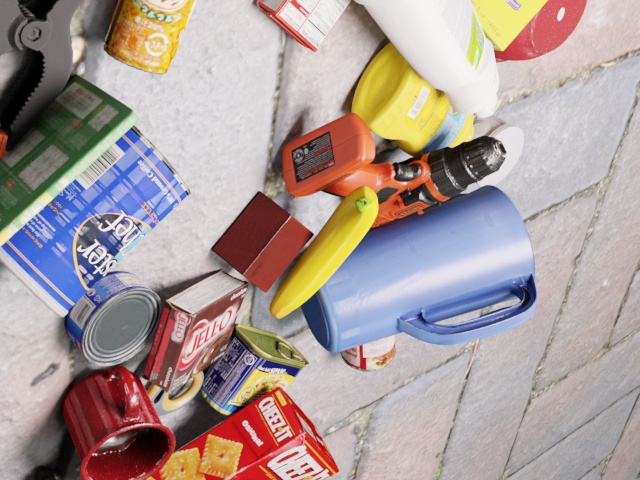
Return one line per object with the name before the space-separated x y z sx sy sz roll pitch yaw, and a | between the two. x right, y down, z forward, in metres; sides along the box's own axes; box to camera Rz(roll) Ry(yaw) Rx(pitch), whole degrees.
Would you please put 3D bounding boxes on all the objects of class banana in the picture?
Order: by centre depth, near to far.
banana | 0.008 0.004 1.044 0.069 0.037 0.198 -30 162 -44

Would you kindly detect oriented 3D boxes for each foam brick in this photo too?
foam brick | -0.057 0.001 1.055 0.078 0.051 0.053 -50 145 -2

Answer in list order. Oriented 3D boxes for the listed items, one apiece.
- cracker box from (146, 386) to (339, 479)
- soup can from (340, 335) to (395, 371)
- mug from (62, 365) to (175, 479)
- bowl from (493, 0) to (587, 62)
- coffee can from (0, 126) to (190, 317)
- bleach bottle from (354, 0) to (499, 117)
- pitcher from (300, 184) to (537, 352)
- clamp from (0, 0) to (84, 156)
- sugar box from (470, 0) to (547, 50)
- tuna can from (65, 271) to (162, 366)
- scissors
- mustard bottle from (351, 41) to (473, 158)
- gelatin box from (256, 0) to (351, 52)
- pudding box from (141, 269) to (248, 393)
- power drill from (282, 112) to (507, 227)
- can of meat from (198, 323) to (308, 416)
cracker box | -0.099 0.268 1.182 0.213 0.072 0.164 -31 151 -1
soup can | 0.055 0.097 1.261 0.068 0.069 0.102 -32 141 -26
mug | -0.193 0.168 1.011 0.093 0.081 0.117 -9 134 -29
bowl | 0.239 -0.256 1.154 0.161 0.055 0.162 -30 142 -28
coffee can | -0.187 -0.025 0.833 0.140 0.103 0.102 -45 146 -10
bleach bottle | 0.112 -0.188 0.991 0.250 0.068 0.102 47 51 -50
pitcher | 0.105 0.042 1.157 0.242 0.149 0.145 -19 96 -15
clamp | -0.201 -0.158 0.751 0.164 0.036 0.210 -14 134 -41
sugar box | 0.202 -0.284 1.061 0.093 0.048 0.176 42 89 -25
tuna can | -0.190 0.071 0.982 0.086 0.034 0.086 -30 141 -28
scissors | -0.190 0.196 1.112 0.096 0.016 0.202 16 109 -48
mustard bottle | 0.111 -0.135 1.116 0.191 0.058 0.096 22 99 -55
gelatin box | -0.006 -0.219 0.927 0.089 0.030 0.073 -54 147 4
pudding box | -0.121 0.087 1.040 0.113 0.039 0.090 -36 150 -63
power drill | 0.069 -0.071 1.059 0.185 0.057 0.187 -25 154 34
can of meat | -0.074 0.146 1.167 0.084 0.057 0.102 -54 145 9
